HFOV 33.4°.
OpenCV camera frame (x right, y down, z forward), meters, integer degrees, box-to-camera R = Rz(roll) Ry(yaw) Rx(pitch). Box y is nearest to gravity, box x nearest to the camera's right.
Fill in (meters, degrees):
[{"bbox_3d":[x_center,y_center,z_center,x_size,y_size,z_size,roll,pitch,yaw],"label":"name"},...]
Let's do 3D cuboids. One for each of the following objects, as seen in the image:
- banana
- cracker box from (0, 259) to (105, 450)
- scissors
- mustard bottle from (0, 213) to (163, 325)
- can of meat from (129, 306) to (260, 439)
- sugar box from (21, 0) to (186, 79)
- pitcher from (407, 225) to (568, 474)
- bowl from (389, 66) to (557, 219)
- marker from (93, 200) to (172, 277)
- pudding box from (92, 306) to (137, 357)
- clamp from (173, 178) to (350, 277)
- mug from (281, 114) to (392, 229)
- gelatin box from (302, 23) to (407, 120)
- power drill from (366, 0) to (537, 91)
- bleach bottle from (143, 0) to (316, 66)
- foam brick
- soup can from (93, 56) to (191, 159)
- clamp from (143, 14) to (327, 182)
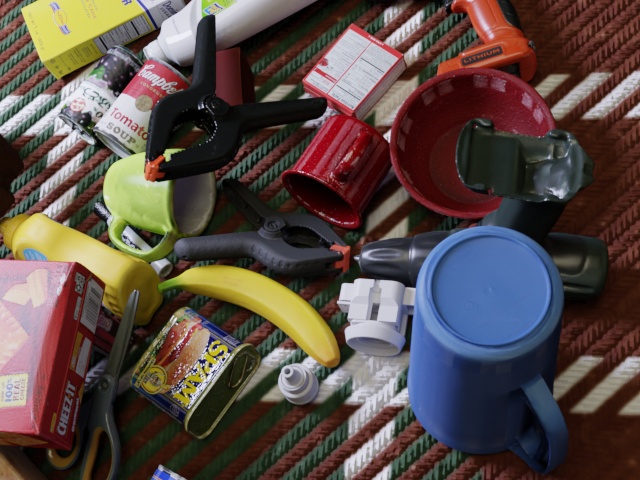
[{"bbox_3d":[-0.059,0.066,1.046,0.198,0.037,0.069,20,54,17],"label":"banana"},{"bbox_3d":[-0.321,0.101,0.983,0.214,0.072,0.164,1,67,15],"label":"cracker box"},{"bbox_3d":[-0.222,0.145,1.035,0.096,0.016,0.202,3,88,27],"label":"scissors"},{"bbox_3d":[-0.255,0.019,1.090,0.192,0.096,0.058,24,71,23],"label":"mustard bottle"},{"bbox_3d":[-0.122,0.126,1.032,0.084,0.057,0.102,30,76,27],"label":"can of meat"},{"bbox_3d":[-0.252,-0.269,1.246,0.176,0.048,0.093,-29,63,2],"label":"sugar box"},{"bbox_3d":[0.141,0.092,0.874,0.149,0.243,0.145,10,68,11],"label":"pitcher"},{"bbox_3d":[0.150,-0.087,1.051,0.162,0.055,0.162,-3,69,9],"label":"bowl"},{"bbox_3d":[-0.201,-0.004,1.130,0.020,0.020,0.121,-45,64,-8],"label":"marker"},{"bbox_3d":[-0.250,0.074,1.068,0.114,0.090,0.039,22,74,22],"label":"pudding box"},{"bbox_3d":[-0.057,0.001,1.064,0.172,0.039,0.120,22,53,23],"label":"clamp"},{"bbox_3d":[0.023,-0.074,1.053,0.093,0.117,0.081,33,72,0],"label":"mug"},{"bbox_3d":[0.036,-0.177,1.140,0.073,0.030,0.089,36,79,24],"label":"gelatin box"},{"bbox_3d":[0.140,-0.239,1.125,0.184,0.057,0.187,-16,65,11],"label":"power drill"},{"bbox_3d":[-0.086,-0.270,1.192,0.251,0.068,0.102,-30,42,6],"label":"bleach bottle"},{"bbox_3d":[-0.102,-0.159,1.155,0.053,0.051,0.078,-10,64,11],"label":"foam brick"},{"bbox_3d":[-0.190,-0.139,1.160,0.069,0.068,0.102,31,78,24],"label":"soup can"},{"bbox_3d":[-0.114,-0.136,1.078,0.164,0.036,0.209,42,57,9],"label":"clamp"}]
